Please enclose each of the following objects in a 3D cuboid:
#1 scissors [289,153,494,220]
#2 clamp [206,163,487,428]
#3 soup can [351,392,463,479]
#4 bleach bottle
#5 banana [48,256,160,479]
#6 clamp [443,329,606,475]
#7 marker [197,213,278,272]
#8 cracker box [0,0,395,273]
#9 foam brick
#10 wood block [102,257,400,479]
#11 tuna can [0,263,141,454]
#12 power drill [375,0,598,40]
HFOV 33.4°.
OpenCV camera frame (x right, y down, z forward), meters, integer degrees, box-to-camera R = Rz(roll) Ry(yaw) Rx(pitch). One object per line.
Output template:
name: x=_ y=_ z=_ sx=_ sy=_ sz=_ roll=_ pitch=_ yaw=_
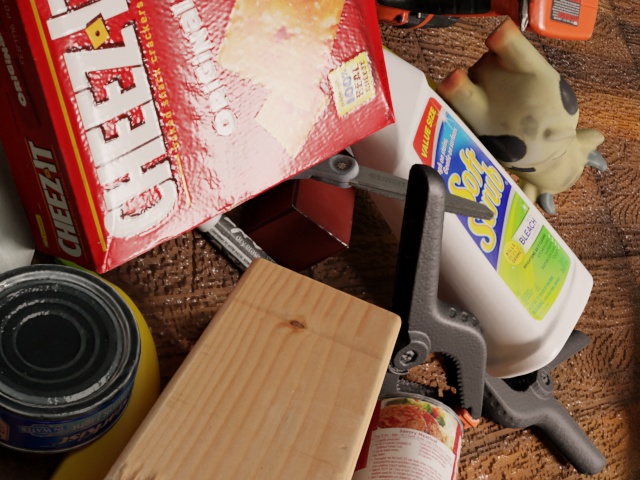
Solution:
scissors: x=0.007 y=-0.059 z=0.666 sx=0.201 sy=0.016 sz=0.096 roll=5 pitch=52 yaw=0
clamp: x=0.053 y=0.053 z=0.665 sx=0.209 sy=0.165 sz=0.036 roll=39 pitch=14 yaw=-39
soup can: x=0.047 y=0.153 z=0.642 sx=0.068 sy=0.069 sz=0.102 roll=40 pitch=42 yaw=-26
bleach bottle: x=0.077 y=-0.031 z=0.712 sx=0.250 sy=0.068 sz=0.102 roll=49 pitch=52 yaw=-13
banana: x=-0.116 y=0.095 z=0.518 sx=0.069 sy=0.037 sz=0.197 roll=13 pitch=50 yaw=-11
clamp: x=0.165 y=0.103 z=0.834 sx=0.171 sy=0.039 sz=0.120 roll=31 pitch=45 yaw=-33
marker: x=-0.054 y=0.001 z=0.660 sx=0.121 sy=0.020 sz=0.020 roll=44 pitch=40 yaw=-21
cracker box: x=-0.064 y=-0.103 z=0.558 sx=0.213 sy=0.072 sz=0.164 roll=-30 pitch=121 yaw=-34
foam brick: x=-0.014 y=-0.028 z=0.699 sx=0.051 sy=0.053 sz=0.078 roll=35 pitch=45 yaw=-31
wood block: x=-0.031 y=0.100 z=0.502 sx=0.091 sy=0.090 sz=0.206 roll=22 pitch=26 yaw=4
tuna can: x=-0.127 y=0.053 z=0.497 sx=0.086 sy=0.034 sz=0.086 roll=10 pitch=51 yaw=-12
power drill: x=0.123 y=-0.194 z=0.865 sx=0.184 sy=0.188 sz=0.057 roll=-10 pitch=106 yaw=-53
